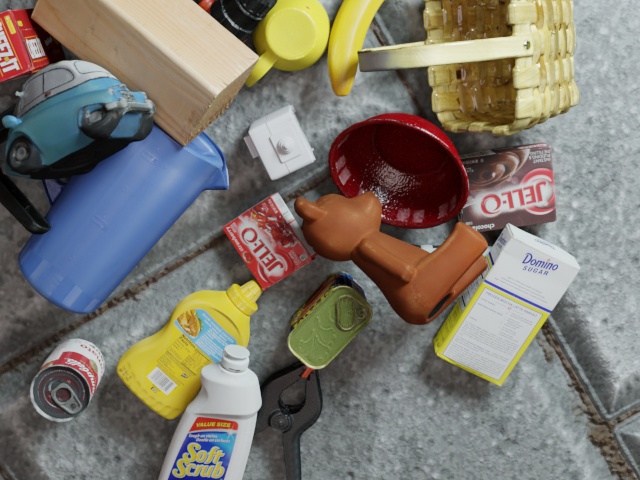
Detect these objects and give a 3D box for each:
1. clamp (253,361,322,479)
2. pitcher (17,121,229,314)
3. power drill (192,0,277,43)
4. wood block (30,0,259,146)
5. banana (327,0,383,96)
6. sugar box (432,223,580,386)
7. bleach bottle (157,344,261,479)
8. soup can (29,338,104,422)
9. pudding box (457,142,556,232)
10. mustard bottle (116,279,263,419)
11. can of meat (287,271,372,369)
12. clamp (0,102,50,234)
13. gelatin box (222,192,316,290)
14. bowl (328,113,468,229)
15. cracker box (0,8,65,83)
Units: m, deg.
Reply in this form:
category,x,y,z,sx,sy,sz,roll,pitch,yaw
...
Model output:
category,x,y,z,sx,sy,sz,roll,pitch,yaw
clamp,-0.058,0.214,1.288,0.120,0.039,0.171,17,102,-8
pitcher,-0.233,-0.045,1.182,0.243,0.149,0.144,-50,142,12
power drill,-0.151,-0.273,1.129,0.185,0.057,0.187,-34,98,39
wood block,-0.178,-0.207,1.093,0.206,0.090,0.090,40,134,0
banana,0.057,-0.250,1.162,0.069,0.037,0.197,37,82,4
sugar box,0.214,0.076,1.242,0.093,0.048,0.176,26,109,-11
bleach bottle,-0.132,0.233,1.246,0.102,0.068,0.251,19,113,8
soup can,-0.291,0.160,1.236,0.068,0.102,0.068,0,103,-1
pudding box,0.212,-0.061,1.229,0.113,0.039,0.090,-8,104,1
mustard bottle,-0.141,0.116,1.252,0.192,0.058,0.096,-43,102,8
can of meat,0.010,0.089,1.236,0.057,0.084,0.102,42,99,-10
clamp,-0.370,-0.087,1.170,0.210,0.036,0.164,-1,84,21
gelatin box,-0.058,0.002,1.227,0.073,0.030,0.089,-32,91,21
bowl,0.093,-0.088,1.189,0.162,0.055,0.162,15,141,12
cracker box,-0.392,-0.178,1.125,0.214,0.164,0.072,-19,104,3
